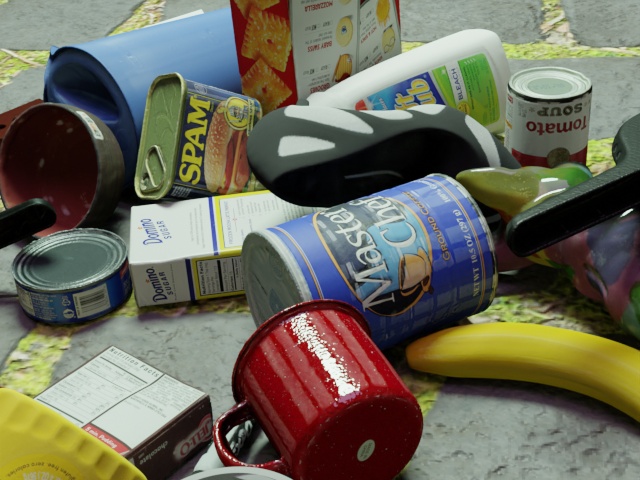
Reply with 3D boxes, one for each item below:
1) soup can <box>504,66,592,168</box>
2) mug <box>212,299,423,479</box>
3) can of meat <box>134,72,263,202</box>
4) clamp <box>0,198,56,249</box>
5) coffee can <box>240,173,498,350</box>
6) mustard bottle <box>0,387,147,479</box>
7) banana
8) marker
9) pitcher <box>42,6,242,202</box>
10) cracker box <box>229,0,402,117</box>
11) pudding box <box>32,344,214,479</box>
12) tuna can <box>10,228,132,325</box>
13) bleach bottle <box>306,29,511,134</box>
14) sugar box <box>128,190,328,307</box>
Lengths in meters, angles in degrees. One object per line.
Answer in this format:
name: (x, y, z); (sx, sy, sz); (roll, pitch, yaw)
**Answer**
soup can: (0.184, -0.082, 0.866); (0.068, 0.102, 0.068); (-3, 31, 1)
mug: (-0.004, 0.099, 0.609); (0.117, 0.093, 0.082); (-22, 40, -15)
can of meat: (-0.098, -0.077, 0.873); (0.083, 0.102, 0.058); (11, -5, -38)
clamp: (-0.284, 0.022, 0.793); (0.172, 0.039, 0.120); (-7, 38, 32)
coffee can: (0.031, 0.023, 0.712); (0.140, 0.103, 0.103); (-18, 34, -23)
mustard bottle: (-0.166, 0.171, 0.493); (0.058, 0.096, 0.191); (-27, 29, 57)
banana: (0.151, 0.083, 0.661); (0.198, 0.037, 0.069); (18, 36, 32)
marker: (-0.056, 0.121, 0.640); (0.020, 0.020, 0.121); (8, 33, 19)
pitcher: (-0.117, -0.136, 0.986); (0.145, 0.149, 0.242); (6, 26, 45)
cracker box: (0.000, -0.176, 0.937); (0.072, 0.214, 0.163); (16, 36, 33)
pudding box: (-0.133, 0.117, 0.639); (0.090, 0.039, 0.113); (20, 37, 35)
tuna can: (-0.185, 0.027, 0.798); (0.086, 0.034, 0.086); (-3, 31, 2)
bleach bottle: (0.060, -0.100, 0.913); (0.250, 0.102, 0.068); (-28, 23, -33)
sugar box: (-0.055, 0.001, 0.814); (0.176, 0.048, 0.093); (-9, 30, -3)
